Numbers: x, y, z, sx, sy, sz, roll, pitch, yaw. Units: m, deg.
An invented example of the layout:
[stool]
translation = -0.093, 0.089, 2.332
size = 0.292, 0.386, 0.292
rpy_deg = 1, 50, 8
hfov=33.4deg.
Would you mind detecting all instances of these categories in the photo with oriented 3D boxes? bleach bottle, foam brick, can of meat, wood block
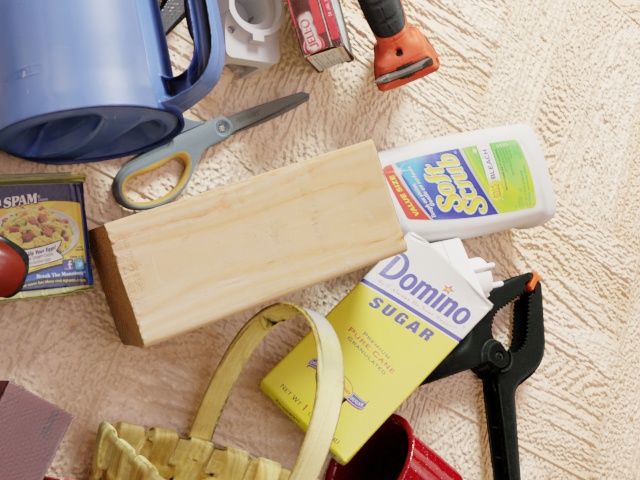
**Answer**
[bleach bottle]
translation = 0.091, -0.035, 0.935
size = 0.250, 0.068, 0.102
rpy_deg = -15, 90, -33
[foam brick]
translation = -0.210, 0.139, 0.706
size = 0.053, 0.051, 0.078
rpy_deg = 36, 64, -25
[can of meat]
translation = -0.208, -0.001, 0.729
size = 0.101, 0.058, 0.084
rpy_deg = -5, 87, -34
[wood block]
translation = -0.055, 0.002, 0.783
size = 0.205, 0.091, 0.090
rpy_deg = -19, 93, -21

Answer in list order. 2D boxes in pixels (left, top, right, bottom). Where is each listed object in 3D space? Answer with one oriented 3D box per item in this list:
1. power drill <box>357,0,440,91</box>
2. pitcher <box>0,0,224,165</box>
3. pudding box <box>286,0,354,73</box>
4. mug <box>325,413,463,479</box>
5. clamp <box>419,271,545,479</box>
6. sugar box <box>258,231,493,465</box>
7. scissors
[power drill]
translation = 0.040, -0.231, 0.904
size = 0.184, 0.057, 0.187
rpy_deg = -84, 150, -66
[pitcher]
translation = -0.166, -0.182, 0.738
size = 0.149, 0.145, 0.243
rpy_deg = -5, 80, -26
[pudding box]
translation = -0.004, -0.189, 0.870
size = 0.039, 0.113, 0.090
rpy_deg = -15, 91, 8
[mug]
translation = 0.065, 0.206, 0.848
size = 0.081, 0.093, 0.117
rpy_deg = 42, 18, -27
[clamp]
translation = 0.141, 0.106, 0.958
size = 0.164, 0.036, 0.209
rpy_deg = 34, 61, -17
[sugar box]
translation = 0.045, 0.084, 0.849
size = 0.093, 0.048, 0.176
rpy_deg = 43, 76, 6
[scissors]
translation = -0.097, -0.100, 0.846
size = 0.201, 0.016, 0.096
rpy_deg = -44, 106, -31
